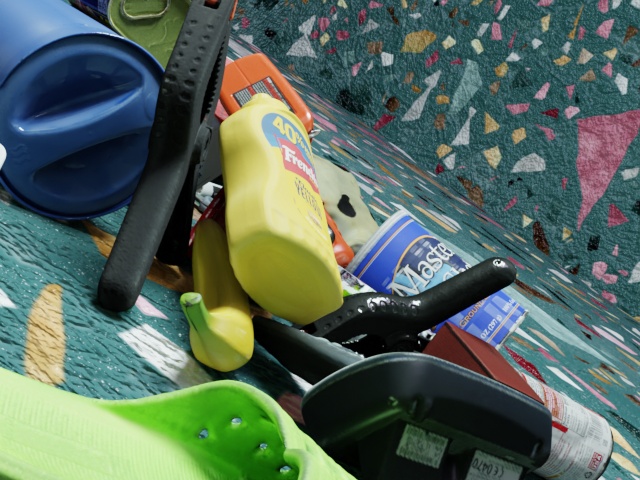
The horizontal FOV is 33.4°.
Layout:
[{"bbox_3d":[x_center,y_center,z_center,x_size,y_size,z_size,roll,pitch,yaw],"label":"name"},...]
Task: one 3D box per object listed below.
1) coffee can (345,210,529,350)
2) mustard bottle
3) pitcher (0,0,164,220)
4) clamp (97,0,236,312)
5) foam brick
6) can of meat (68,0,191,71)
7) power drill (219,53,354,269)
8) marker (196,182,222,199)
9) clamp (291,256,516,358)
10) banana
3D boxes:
[{"bbox_3d":[0.093,0.056,0.919,0.140,0.103,0.102,39,11,10],"label":"coffee can"},{"bbox_3d":[-0.033,-0.039,0.741,0.096,0.058,0.191,46,22,-40],"label":"mustard bottle"},{"bbox_3d":[-0.203,-0.120,0.808,0.243,0.145,0.149,41,-13,50],"label":"pitcher"},{"bbox_3d":[-0.094,-0.059,0.686,0.036,0.210,0.164,16,17,1],"label":"clamp"},{"bbox_3d":[0.106,0.103,0.741,0.053,0.051,0.078,28,13,-31],"label":"foam brick"},{"bbox_3d":[-0.141,-0.176,0.835,0.084,0.057,0.102,33,-8,44],"label":"can of meat"},{"bbox_3d":[-0.038,-0.071,0.932,0.185,0.057,0.187,53,-10,37],"label":"power drill"},{"bbox_3d":[-0.090,-0.042,1.084,0.020,0.020,0.120,39,12,30],"label":"marker"},{"bbox_3d":[0.061,0.060,0.770,0.171,0.120,0.039,0,34,-25],"label":"clamp"},{"bbox_3d":[-0.064,0.038,0.682,0.037,0.069,0.198,-8,14,-4],"label":"banana"}]
